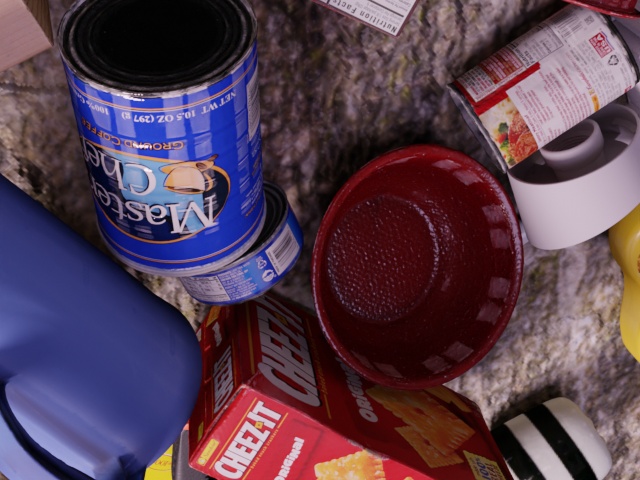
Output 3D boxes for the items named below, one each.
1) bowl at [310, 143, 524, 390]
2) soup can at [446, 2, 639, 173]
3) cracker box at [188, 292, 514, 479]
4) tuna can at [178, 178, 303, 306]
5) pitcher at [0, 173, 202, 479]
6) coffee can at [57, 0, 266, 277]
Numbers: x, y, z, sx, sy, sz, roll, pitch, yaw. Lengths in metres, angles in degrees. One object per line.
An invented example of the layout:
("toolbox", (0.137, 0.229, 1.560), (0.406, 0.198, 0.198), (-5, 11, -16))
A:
("bowl", (0.055, 0.016, 0.713), (0.161, 0.055, 0.162), (-3, 97, -26))
("soup can", (0.141, -0.099, 0.677), (0.102, 0.068, 0.068), (-34, 124, 6))
("cracker box", (0.022, 0.123, 0.702), (0.213, 0.164, 0.072), (29, 105, -16))
("tuna can", (-0.054, 0.001, 0.675), (0.086, 0.086, 0.033), (-26, 127, 1))
("pitcher", (-0.171, 0.047, 0.578), (0.145, 0.149, 0.242), (-63, 147, -17))
("coffee can", (-0.083, -0.062, 0.595), (0.102, 0.103, 0.140), (-10, 140, -9))
